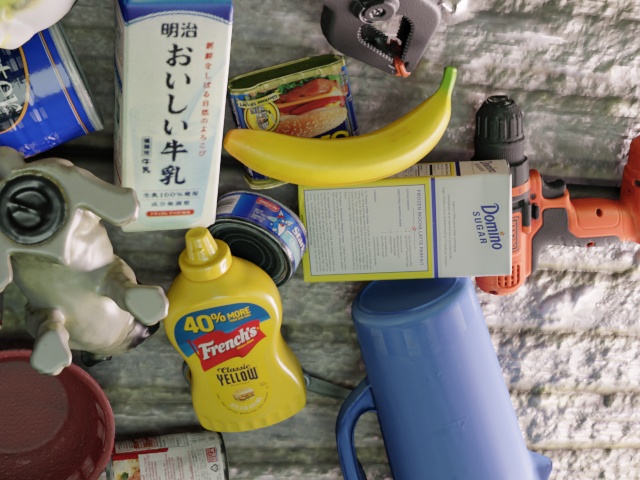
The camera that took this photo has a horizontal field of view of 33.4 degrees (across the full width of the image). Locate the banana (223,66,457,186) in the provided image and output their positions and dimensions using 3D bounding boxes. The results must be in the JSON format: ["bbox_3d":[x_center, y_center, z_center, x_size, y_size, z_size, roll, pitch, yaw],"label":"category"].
[{"bbox_3d":[0.024,-0.077,0.831,0.197,0.037,0.069,-19,92,-17],"label":"banana"}]

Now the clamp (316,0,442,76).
[{"bbox_3d":[0.047,-0.188,0.788,0.165,0.036,0.209,-16,154,18],"label":"clamp"}]

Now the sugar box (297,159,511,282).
[{"bbox_3d":[0.071,-0.016,0.898,0.176,0.048,0.093,-3,113,3],"label":"sugar box"}]

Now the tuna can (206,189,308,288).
[{"bbox_3d":[-0.056,0.001,0.875,0.086,0.033,0.086,15,140,13],"label":"tuna can"}]

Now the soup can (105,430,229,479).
[{"bbox_3d":[-0.136,0.206,0.941,0.102,0.068,0.068,-4,112,-15],"label":"soup can"}]

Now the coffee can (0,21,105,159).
[{"bbox_3d":[-0.241,-0.102,0.771,0.140,0.103,0.103,-23,115,-6],"label":"coffee can"}]

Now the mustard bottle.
[{"bbox_3d":[-0.076,0.070,0.873,0.096,0.058,0.191,-11,124,4],"label":"mustard bottle"}]

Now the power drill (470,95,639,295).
[{"bbox_3d":[0.221,-0.049,0.949,0.187,0.057,0.184,-9,117,-9],"label":"power drill"}]

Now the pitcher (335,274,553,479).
[{"bbox_3d":[0.099,0.150,0.957,0.149,0.145,0.243,-37,118,-40],"label":"pitcher"}]

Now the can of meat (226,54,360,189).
[{"bbox_3d":[-0.020,-0.098,0.861,0.102,0.057,0.084,-17,111,-10],"label":"can of meat"}]

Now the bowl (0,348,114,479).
[{"bbox_3d":[-0.256,0.153,0.893,0.162,0.055,0.162,-5,112,-14],"label":"bowl"}]

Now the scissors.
[{"bbox_3d":[-0.023,0.108,0.963,0.201,0.016,0.096,5,109,-18],"label":"scissors"}]
